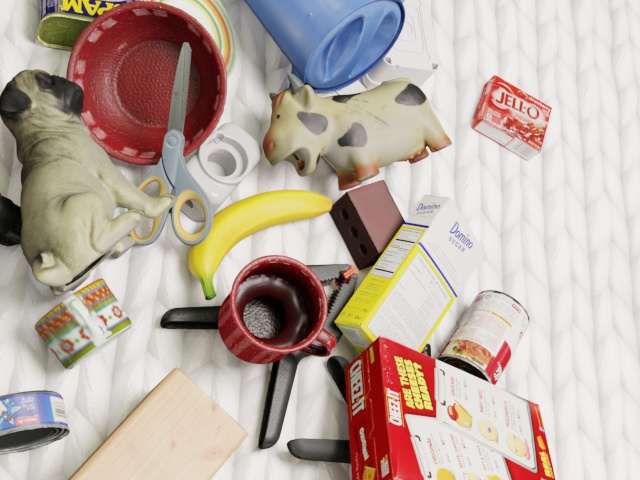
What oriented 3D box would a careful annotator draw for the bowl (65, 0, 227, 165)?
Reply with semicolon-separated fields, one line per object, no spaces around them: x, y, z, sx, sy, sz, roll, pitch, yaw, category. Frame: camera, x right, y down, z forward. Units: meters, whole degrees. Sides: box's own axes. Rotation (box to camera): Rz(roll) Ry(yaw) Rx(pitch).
-0.170;-0.158;1.077;0.162;0.055;0.162;1;98;3;bowl

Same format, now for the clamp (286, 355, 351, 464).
0.047;0.207;1.057;0.171;0.039;0.120;41;57;-2;clamp

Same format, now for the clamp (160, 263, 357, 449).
-0.034;0.097;1.068;0.209;0.036;0.164;-30;84;-29;clamp

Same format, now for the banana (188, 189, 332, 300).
-0.072;-0.011;1.097;0.069;0.037;0.197;50;55;3;banana

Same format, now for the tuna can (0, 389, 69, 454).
-0.259;0.155;0.906;0.086;0.086;0.034;-5;69;-28;tuna can

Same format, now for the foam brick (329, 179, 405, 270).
0.055;-0.016;1.152;0.051;0.053;0.078;-21;77;-31;foam brick

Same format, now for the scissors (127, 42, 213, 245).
-0.128;-0.083;1.041;0.096;0.016;0.202;24;96;11;scissors

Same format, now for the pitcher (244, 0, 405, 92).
-0.020;-0.295;1.165;0.149;0.145;0.243;-28;68;-25;pitcher

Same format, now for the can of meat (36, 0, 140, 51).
-0.241;-0.245;1.108;0.102;0.058;0.084;5;64;-23;can of meat

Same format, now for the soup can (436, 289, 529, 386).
0.174;0.111;1.144;0.068;0.069;0.102;40;57;-5;soup can

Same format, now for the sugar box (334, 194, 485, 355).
0.096;0.047;1.110;0.176;0.048;0.093;-54;128;-24;sugar box

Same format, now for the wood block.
-0.170;0.219;0.917;0.090;0.091;0.205;44;57;-2;wood block

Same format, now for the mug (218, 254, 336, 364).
-0.039;0.075;1.007;0.117;0.082;0.093;29;65;-7;mug

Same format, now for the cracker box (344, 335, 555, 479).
0.129;0.206;1.035;0.213;0.072;0.164;24;39;-25;cracker box

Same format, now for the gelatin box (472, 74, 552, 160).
0.236;-0.152;1.312;0.089;0.030;0.073;28;59;-12;gelatin box
